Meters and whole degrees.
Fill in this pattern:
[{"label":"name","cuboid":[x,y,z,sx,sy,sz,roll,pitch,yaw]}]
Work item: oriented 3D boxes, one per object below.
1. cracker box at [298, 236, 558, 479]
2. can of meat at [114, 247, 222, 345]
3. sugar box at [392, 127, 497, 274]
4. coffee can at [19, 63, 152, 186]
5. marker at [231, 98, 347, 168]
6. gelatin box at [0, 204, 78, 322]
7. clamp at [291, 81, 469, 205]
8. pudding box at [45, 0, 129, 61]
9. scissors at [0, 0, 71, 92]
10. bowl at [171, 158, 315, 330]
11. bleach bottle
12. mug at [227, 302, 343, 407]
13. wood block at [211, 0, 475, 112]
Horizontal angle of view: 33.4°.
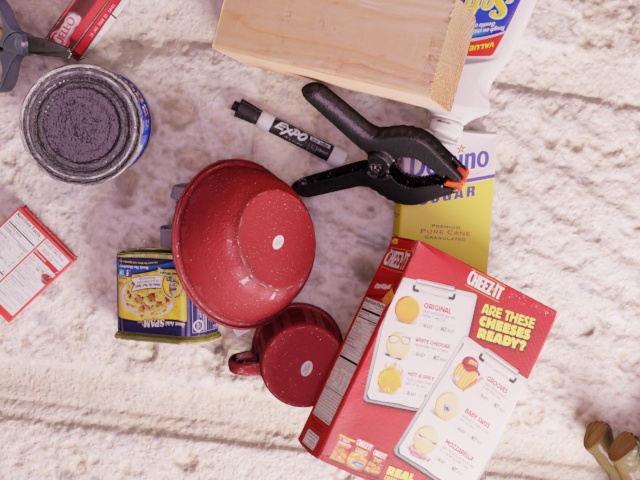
[{"label":"cracker box","cuboid":[0.098,0.125,0.985,0.164,0.072,0.213,27,86,-20]},{"label":"can of meat","cuboid":[-0.145,0.051,1.008,0.102,0.057,0.084,2,95,27]},{"label":"sugar box","cuboid":[0.119,-0.021,1.044,0.093,0.048,0.176,2,98,-5]},{"label":"coffee can","cuboid":[-0.206,-0.104,0.956,0.102,0.140,0.103,-1,97,-6]},{"label":"marker","cuboid":[-0.031,-0.104,1.033,0.121,0.020,0.020,26,94,-8]},{"label":"gelatin box","cuboid":[-0.289,0.022,1.020,0.089,0.030,0.073,-44,97,1]},{"label":"clamp","cuboid":[0.050,-0.070,1.000,0.171,0.039,0.120,24,133,8]},{"label":"pudding box","cuboid":[-0.204,-0.207,0.957,0.039,0.113,0.090,37,92,-13]},{"label":"scissors","cuboid":[-0.262,-0.156,0.936,0.016,0.202,0.096,-10,124,-34]},{"label":"bowl","cuboid":[-0.056,0.001,0.982,0.161,0.055,0.162,5,82,-42]},{"label":"bleach bottle","cuboid":[0.155,-0.211,0.999,0.102,0.068,0.251,15,89,0]},{"label":"mug","cuboid":[-0.031,0.113,1.028,0.117,0.081,0.093,-4,97,-5]},{"label":"wood block","cuboid":[0.022,-0.185,0.953,0.206,0.090,0.090,16,94,19]}]
